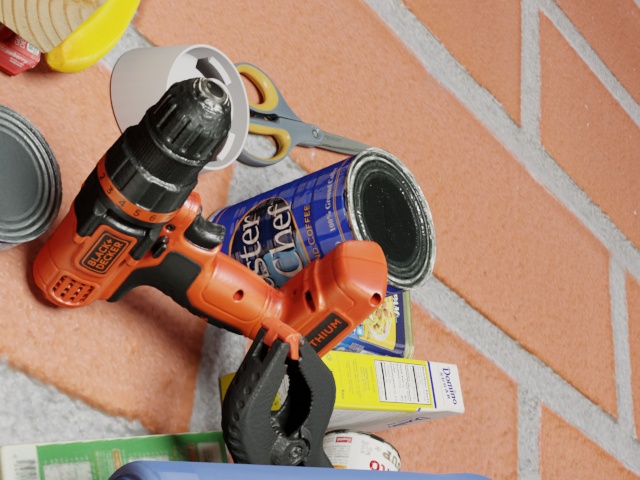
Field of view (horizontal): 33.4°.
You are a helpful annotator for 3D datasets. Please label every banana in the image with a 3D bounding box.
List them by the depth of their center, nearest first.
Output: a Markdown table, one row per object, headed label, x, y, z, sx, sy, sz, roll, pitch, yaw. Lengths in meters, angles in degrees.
| label | x | y | z | sx | sy | sz | roll | pitch | yaw |
| --- | --- | --- | --- | --- | --- | --- | --- | --- | --- |
| banana | -0.149 | -0.178 | 0.737 | 0.069 | 0.037 | 0.197 | 74 | 24 | -57 |

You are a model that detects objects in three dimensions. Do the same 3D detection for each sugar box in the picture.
| label | x | y | z | sx | sy | sz | roll | pitch | yaw |
| --- | --- | --- | --- | --- | --- | --- | --- | --- | --- |
| sugar box | 0.020 | 0.113 | 0.787 | 0.175 | 0.094 | 0.048 | 10 | 66 | -52 |

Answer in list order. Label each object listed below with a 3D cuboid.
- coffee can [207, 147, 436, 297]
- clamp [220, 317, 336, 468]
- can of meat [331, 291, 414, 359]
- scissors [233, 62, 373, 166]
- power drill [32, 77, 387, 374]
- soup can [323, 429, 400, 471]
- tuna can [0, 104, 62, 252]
| label | x | y | z | sx | sy | sz | roll | pitch | yaw |
| --- | --- | --- | --- | --- | --- | --- | --- | --- | --- |
| coffee can | -0.003 | 0.004 | 0.766 | 0.102 | 0.141 | 0.103 | 27 | 54 | -44 |
| clamp | -0.018 | 0.128 | 0.669 | 0.120 | 0.039 | 0.171 | -10 | 118 | -45 |
| can of meat | 0.025 | 0.051 | 0.856 | 0.083 | 0.058 | 0.102 | 23 | 56 | -43 |
| scissors | -0.019 | -0.107 | 0.907 | 0.201 | 0.016 | 0.096 | -17 | 87 | -55 |
| power drill | -0.054 | 0.001 | 0.638 | 0.187 | 0.185 | 0.057 | 27 | 40 | -25 |
| soup can | 0.018 | 0.196 | 0.766 | 0.068 | 0.069 | 0.102 | 45 | 42 | -31 |
| tuna can | -0.195 | -0.035 | 0.623 | 0.086 | 0.034 | 0.086 | 27 | 54 | -44 |
